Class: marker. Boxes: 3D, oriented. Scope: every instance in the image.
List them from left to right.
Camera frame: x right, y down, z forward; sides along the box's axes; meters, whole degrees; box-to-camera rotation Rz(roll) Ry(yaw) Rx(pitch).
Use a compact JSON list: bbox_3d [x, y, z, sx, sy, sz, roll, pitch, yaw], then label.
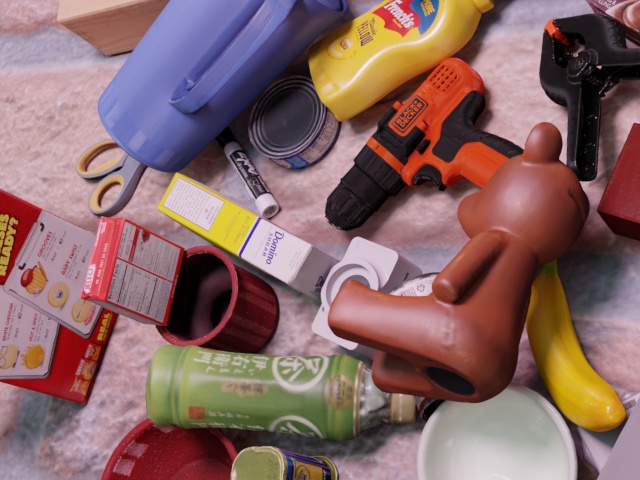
[{"bbox_3d":[-0.074,-0.070,1.044,0.020,0.020,0.121,-41,56,12],"label":"marker"}]

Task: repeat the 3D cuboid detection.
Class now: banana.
[{"bbox_3d":[0.179,0.083,0.780,0.037,0.069,0.198,-8,34,0],"label":"banana"}]

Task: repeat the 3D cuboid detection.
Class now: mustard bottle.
[{"bbox_3d":[0.082,-0.189,0.966,0.192,0.058,0.096,-29,40,19],"label":"mustard bottle"}]

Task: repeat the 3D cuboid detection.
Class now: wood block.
[{"bbox_3d":[-0.168,-0.271,1.134,0.206,0.090,0.091,-6,69,29],"label":"wood block"}]

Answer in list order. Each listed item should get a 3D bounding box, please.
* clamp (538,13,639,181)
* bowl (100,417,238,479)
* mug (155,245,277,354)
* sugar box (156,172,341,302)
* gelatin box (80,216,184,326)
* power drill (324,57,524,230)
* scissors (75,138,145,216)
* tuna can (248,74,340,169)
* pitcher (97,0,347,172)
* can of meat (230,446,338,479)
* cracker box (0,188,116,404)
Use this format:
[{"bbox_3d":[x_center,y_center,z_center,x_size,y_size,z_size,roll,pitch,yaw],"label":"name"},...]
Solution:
[{"bbox_3d":[0.212,-0.122,0.845,0.120,0.039,0.171,-49,28,13],"label":"clamp"},{"bbox_3d":[-0.119,0.233,0.936,0.162,0.055,0.162,-12,67,28],"label":"bowl"},{"bbox_3d":[-0.102,0.059,0.974,0.117,0.081,0.093,8,77,33],"label":"mug"},{"bbox_3d":[-0.057,0.001,0.961,0.176,0.093,0.048,31,90,36],"label":"sugar box"},{"bbox_3d":[-0.160,0.027,0.915,0.030,0.089,0.073,2,73,32],"label":"gelatin box"},{"bbox_3d":[0.109,-0.044,0.897,0.184,0.057,0.188,-50,55,6],"label":"power drill"},{"bbox_3d":[-0.177,-0.082,1.114,0.202,0.016,0.096,-11,69,28],"label":"scissors"},{"bbox_3d":[-0.024,-0.112,1.020,0.086,0.033,0.086,-12,67,28],"label":"tuna can"},{"bbox_3d":[-0.101,-0.175,0.998,0.243,0.149,0.145,-45,68,22],"label":"pitcher"},{"bbox_3d":[-0.031,0.221,0.868,0.058,0.083,0.102,-9,68,29],"label":"can of meat"},{"bbox_3d":[-0.287,0.051,1.010,0.072,0.213,0.164,12,79,34],"label":"cracker box"}]
